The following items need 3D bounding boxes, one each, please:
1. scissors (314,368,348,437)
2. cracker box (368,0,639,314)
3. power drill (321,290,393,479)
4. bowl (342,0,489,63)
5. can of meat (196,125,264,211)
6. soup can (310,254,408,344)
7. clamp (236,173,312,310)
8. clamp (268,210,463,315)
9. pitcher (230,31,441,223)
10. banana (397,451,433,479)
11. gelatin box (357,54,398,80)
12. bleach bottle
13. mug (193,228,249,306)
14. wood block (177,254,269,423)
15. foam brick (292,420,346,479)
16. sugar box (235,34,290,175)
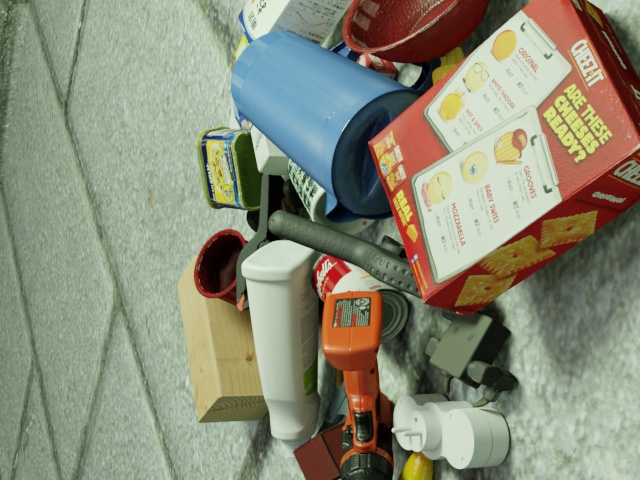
[{"bbox_3d":[0.024,0.203,1.202,0.096,0.016,0.202,-124,42,-50],"label":"scissors"},{"bbox_3d":[0.150,-0.066,0.830,0.214,0.072,0.164,-39,52,33],"label":"cracker box"},{"bbox_3d":[0.037,0.157,1.015,0.184,0.057,0.188,-86,-8,-59],"label":"power drill"},{"bbox_3d":[0.100,-0.215,0.974,0.162,0.055,0.162,-30,36,24],"label":"bowl"},{"bbox_3d":[-0.102,-0.087,1.303,0.084,0.057,0.102,9,111,54],"label":"can of meat"},{"bbox_3d":[0.040,0.057,1.117,0.102,0.068,0.068,48,131,54],"label":"soup can"},{"bbox_3d":[-0.058,0.002,1.253,0.172,0.039,0.120,-55,50,19],"label":"clamp"},{"bbox_3d":[0.072,0.022,1.012,0.210,0.164,0.036,25,100,41],"label":"clamp"},{"bbox_3d":[0.014,-0.136,1.081,0.243,0.149,0.145,41,144,47],"label":"pitcher"},{"bbox_3d":[0.067,0.277,1.084,0.198,0.037,0.069,-53,44,50],"label":"banana"},{"bbox_3d":[0.045,-0.170,1.163,0.073,0.030,0.089,64,144,42],"label":"gelatin box"},{"bbox_3d":[-0.037,0.132,1.195,0.102,0.068,0.251,-40,-49,-63],"label":"bleach bottle"},{"bbox_3d":[-0.108,0.038,1.375,0.117,0.081,0.093,32,93,46],"label":"mug"},{"bbox_3d":[-0.124,0.129,1.426,0.090,0.090,0.206,-52,43,50],"label":"wood block"},{"bbox_3d":[0.015,0.233,1.161,0.051,0.052,0.078,63,147,13],"label":"foam brick"},{"bbox_3d":[-0.040,-0.160,1.266,0.048,0.093,0.176,127,138,-55],"label":"sugar box"}]
